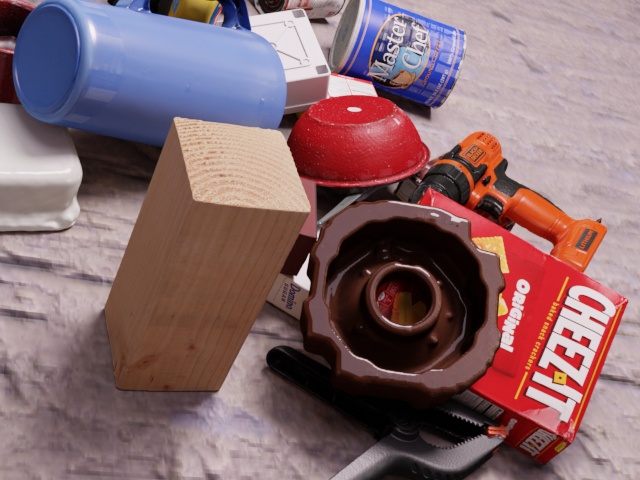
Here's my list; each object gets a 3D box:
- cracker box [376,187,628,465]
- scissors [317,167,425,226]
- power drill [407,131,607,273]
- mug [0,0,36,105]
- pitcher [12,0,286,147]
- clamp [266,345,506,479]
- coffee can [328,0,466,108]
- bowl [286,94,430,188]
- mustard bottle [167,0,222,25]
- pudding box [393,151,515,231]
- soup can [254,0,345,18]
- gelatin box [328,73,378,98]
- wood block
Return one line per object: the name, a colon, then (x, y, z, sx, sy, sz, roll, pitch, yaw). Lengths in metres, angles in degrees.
cracker box: (0.150, 0.074, 0.965, 0.214, 0.072, 0.164, 29, 60, 3)
scissors: (0.031, -0.053, 1.092, 0.096, 0.016, 0.201, 2, 23, 45)
power drill: (0.192, -0.024, 1.099, 0.188, 0.057, 0.184, 38, 42, 8)
mug: (-0.297, -0.179, 1.026, 0.093, 0.082, 0.117, 33, 38, 7)
pitcher: (-0.154, -0.160, 0.987, 0.242, 0.145, 0.149, 4, 51, -51)
clamp: (0.055, 0.153, 0.889, 0.209, 0.036, 0.164, 3, 44, -27)
coffee can: (0.093, -0.230, 1.299, 0.140, 0.103, 0.103, 17, 39, -13)
bowl: (0.034, -0.111, 1.112, 0.162, 0.055, 0.162, -2, 27, 1)
mustard bottle: (-0.128, -0.247, 1.115, 0.058, 0.192, 0.096, 21, 38, -8)
pudding box: (0.149, -0.039, 1.164, 0.113, 0.039, 0.089, 42, 41, 19)
soup can: (-0.025, -0.317, 1.357, 0.102, 0.069, 0.068, -10, 51, -39)
gelatin box: (0.033, -0.154, 1.236, 0.073, 0.030, 0.089, 8, 42, -25)
wood block: (-0.093, 0.017, 0.818, 0.090, 0.206, 0.091, 5, 43, -26)
